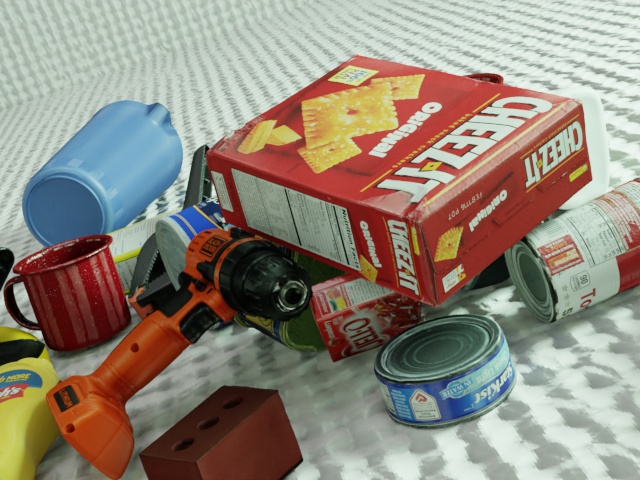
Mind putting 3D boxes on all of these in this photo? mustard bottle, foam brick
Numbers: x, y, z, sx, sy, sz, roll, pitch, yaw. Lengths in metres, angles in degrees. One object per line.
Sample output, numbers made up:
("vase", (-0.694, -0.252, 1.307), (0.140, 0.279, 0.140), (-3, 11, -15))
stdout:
("mustard bottle", (-0.233, 0.138, 0.774), (0.096, 0.058, 0.191), (-20, 18, 13))
("foam brick", (-0.059, 0.130, 0.638), (0.053, 0.051, 0.078), (-2, 25, 42))

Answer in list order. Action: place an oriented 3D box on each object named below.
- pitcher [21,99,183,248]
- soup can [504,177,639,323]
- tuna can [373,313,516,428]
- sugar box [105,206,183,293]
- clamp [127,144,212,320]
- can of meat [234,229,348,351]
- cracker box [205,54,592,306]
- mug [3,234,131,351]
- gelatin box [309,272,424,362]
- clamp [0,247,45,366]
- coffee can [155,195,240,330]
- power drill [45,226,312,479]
("pitcher", (-0.264, -0.065, 1.273), (0.145, 0.149, 0.242), (-2, 22, 11))
("soup can", (0.185, 0.007, 0.722), (0.102, 0.068, 0.068), (-23, 19, -9))
("tuna can", (0.078, 0.080, 0.672), (0.086, 0.034, 0.086), (-17, 19, 6))
("sugar box", (-0.196, 0.019, 1.093), (0.176, 0.048, 0.093), (-22, 21, 2))
("clamp", (-0.102, -0.011, 1.004), (0.165, 0.036, 0.209), (6, 51, 36))
("can of meat", (-0.022, 0.027, 0.812), (0.057, 0.102, 0.084), (4, 9, -31))
("cracker box", (0.049, -0.054, 0.734), (0.164, 0.072, 0.214), (-36, 36, -29))
("mug", (-0.232, 0.051, 0.969), (0.117, 0.081, 0.093), (-12, 16, 11))
("gelatin box", (0.033, 0.049, 0.736), (0.073, 0.030, 0.089), (-19, -26, -1))
("clamp", (-0.309, 0.086, 0.915), (0.172, 0.039, 0.120), (-32, 49, 17))
("coffee can", (-0.056, 0.001, 0.916), (0.140, 0.103, 0.103), (-26, 20, -21))
("power drill", (-0.096, 0.071, 0.727), (0.187, 0.057, 0.185), (-45, 19, -10))
